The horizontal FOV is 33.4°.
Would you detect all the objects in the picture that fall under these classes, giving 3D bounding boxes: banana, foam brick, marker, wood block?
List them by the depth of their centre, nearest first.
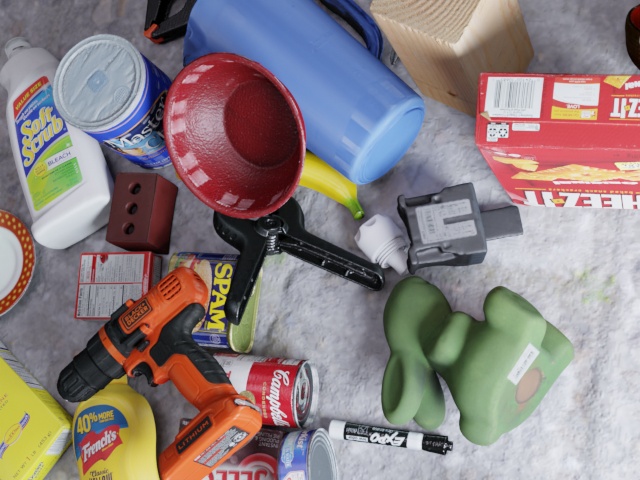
[{"bbox_3d":[0.128,-0.194,0.996,0.091,0.206,0.090,28,87,22],"label":"wood block"},{"bbox_3d":[0.067,0.189,1.025,0.121,0.020,0.020,5,79,19],"label":"marker"},{"bbox_3d":[-0.046,-0.071,1.093,0.198,0.037,0.069,11,37,3],"label":"banana"},{"bbox_3d":[-0.191,-0.029,1.146,0.053,0.051,0.078,3,78,19],"label":"foam brick"}]

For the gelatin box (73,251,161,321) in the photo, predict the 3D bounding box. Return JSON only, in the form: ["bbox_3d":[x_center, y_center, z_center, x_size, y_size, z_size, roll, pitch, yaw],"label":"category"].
[{"bbox_3d":[-0.217,0.050,1.148,0.089,0.030,0.073,-2,78,18],"label":"gelatin box"}]

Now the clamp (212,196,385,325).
[{"bbox_3d":[-0.057,0.001,1.061,0.164,0.036,0.210,-17,46,-28],"label":"clamp"}]

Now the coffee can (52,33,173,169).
[{"bbox_3d":[-0.202,-0.144,1.129,0.103,0.140,0.103,-4,76,17],"label":"coffee can"}]

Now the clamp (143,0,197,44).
[{"bbox_3d":[-0.131,-0.289,1.196,0.120,0.039,0.171,31,94,27],"label":"clamp"}]

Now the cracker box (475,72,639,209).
[{"bbox_3d":[0.234,-0.081,0.930,0.164,0.213,0.072,4,80,19],"label":"cracker box"}]

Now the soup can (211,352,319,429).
[{"bbox_3d":[-0.060,0.147,1.052,0.102,0.068,0.068,3,78,19],"label":"soup can"}]

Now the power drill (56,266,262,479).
[{"bbox_3d":[-0.155,0.141,1.020,0.184,0.057,0.188,-42,59,7],"label":"power drill"}]

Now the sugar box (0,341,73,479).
[{"bbox_3d":[-0.348,0.179,1.151,0.176,0.048,0.093,38,91,21],"label":"sugar box"}]

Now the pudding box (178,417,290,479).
[{"bbox_3d":[-0.089,0.227,1.057,0.114,0.039,0.090,4,80,20],"label":"pudding box"}]

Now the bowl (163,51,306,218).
[{"bbox_3d":[-0.072,-0.105,1.027,0.162,0.055,0.162,12,114,27],"label":"bowl"}]

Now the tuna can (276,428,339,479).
[{"bbox_3d":[-0.011,0.222,1.008,0.034,0.086,0.086,-9,74,18],"label":"tuna can"}]

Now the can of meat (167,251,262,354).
[{"bbox_3d":[-0.112,0.062,1.096,0.084,0.057,0.102,3,78,21],"label":"can of meat"}]

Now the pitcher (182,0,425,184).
[{"bbox_3d":[-0.007,-0.175,1.088,0.243,0.144,0.149,41,107,18],"label":"pitcher"}]

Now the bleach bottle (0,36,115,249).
[{"bbox_3d":[-0.311,-0.121,1.203,0.102,0.068,0.251,-30,67,9],"label":"bleach bottle"}]

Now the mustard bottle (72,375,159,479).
[{"bbox_3d":[-0.210,0.211,1.089,0.096,0.058,0.191,-21,69,32],"label":"mustard bottle"}]
